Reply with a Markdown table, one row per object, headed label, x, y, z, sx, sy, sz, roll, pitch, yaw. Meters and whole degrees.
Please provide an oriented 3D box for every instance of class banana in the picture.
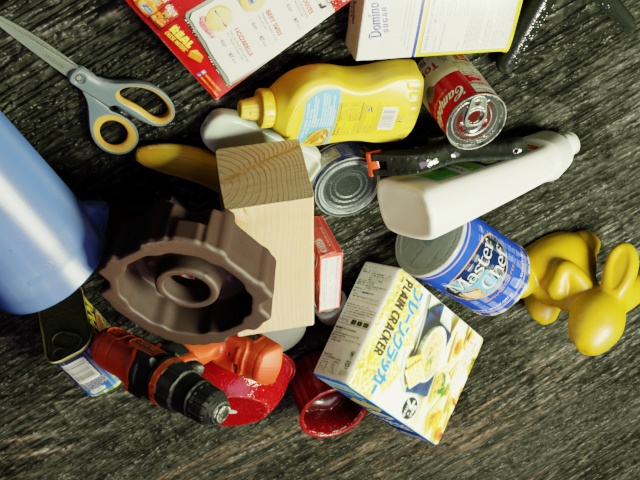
| label | x | y | z | sx | sy | sz | roll | pitch | yaw |
| --- | --- | --- | --- | --- | --- | --- | --- | --- | --- |
| banana | -0.112 | -0.058 | 1.157 | 0.070 | 0.037 | 0.197 | -39 | 132 | 12 |

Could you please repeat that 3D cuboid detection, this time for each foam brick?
| label | x | y | z | sx | sy | sz | roll | pitch | yaw |
| --- | --- | --- | --- | --- | --- | --- | --- | --- | --- |
| foam brick | -0.202 | -0.009 | 1.134 | 0.053 | 0.078 | 0.051 | -3 | 131 | -21 |

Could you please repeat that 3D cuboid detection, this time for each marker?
| label | x | y | z | sx | sy | sz | roll | pitch | yaw |
| --- | --- | --- | --- | --- | --- | --- | --- | --- | --- |
| marker | -0.153 | -0.029 | 1.169 | 0.020 | 0.020 | 0.121 | -32 | 139 | 6 |

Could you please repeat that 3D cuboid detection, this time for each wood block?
| label | x | y | z | sx | sy | sz | roll | pitch | yaw |
| --- | --- | --- | --- | --- | --- | --- | --- | --- | --- |
| wood block | -0.058 | 0.001 | 1.142 | 0.090 | 0.090 | 0.206 | -8 | 139 | -7 |

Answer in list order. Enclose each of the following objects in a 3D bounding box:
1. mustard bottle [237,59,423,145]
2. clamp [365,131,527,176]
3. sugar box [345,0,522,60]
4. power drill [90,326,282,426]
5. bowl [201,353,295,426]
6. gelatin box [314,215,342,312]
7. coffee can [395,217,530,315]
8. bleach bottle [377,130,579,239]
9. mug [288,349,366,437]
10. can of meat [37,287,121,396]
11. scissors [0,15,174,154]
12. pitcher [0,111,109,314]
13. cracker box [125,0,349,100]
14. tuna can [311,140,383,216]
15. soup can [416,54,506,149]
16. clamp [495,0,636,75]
| label | x | y | z | sx | sy | sz | roll | pitch | yaw |
| --- | --- | --- | --- | --- | --- | --- | --- | --- | --- |
| mustard bottle | 0.007 | -0.142 | 1.119 | 0.191 | 0.058 | 0.096 | -6 | 143 | -18 |
| clamp | 0.134 | -0.104 | 1.186 | 0.171 | 0.120 | 0.039 | -7 | 105 | 0 |
| sugar box | 0.118 | -0.238 | 1.095 | 0.176 | 0.048 | 0.093 | -4 | 130 | -15 |
| power drill | -0.126 | 0.136 | 1.152 | 0.187 | 0.185 | 0.057 | -3 | 114 | -55 |
| bowl | -0.110 | 0.187 | 1.319 | 0.162 | 0.055 | 0.162 | -3 | 148 | -2 |
| gelatin box | 0.000 | 0.027 | 1.252 | 0.030 | 0.073 | 0.089 | -11 | 132 | -14 |
| coffee can | 0.174 | 0.021 | 1.300 | 0.140 | 0.103 | 0.103 | 30 | 113 | -38 |
| bleach bottle | 0.194 | -0.075 | 1.226 | 0.250 | 0.103 | 0.068 | -23 | 112 | -28 |
| mug | 0.012 | 0.203 | 1.403 | 0.093 | 0.081 | 0.117 | -39 | 132 | 11 |
| can of meat | -0.267 | 0.114 | 1.197 | 0.057 | 0.102 | 0.084 | -27 | 136 | 2 |
| scissors | -0.239 | -0.143 | 1.045 | 0.201 | 0.016 | 0.096 | 18 | 120 | -34 |
| pitcher | -0.329 | -0.045 | 1.016 | 0.145 | 0.149 | 0.242 | -4 | 137 | 28 |
| cracker box | -0.066 | -0.257 | 0.983 | 0.214 | 0.072 | 0.164 | -36 | 133 | 8 |
| tuna can | 0.027 | -0.069 | 1.209 | 0.086 | 0.034 | 0.086 | -12 | 132 | -14 |
| soup can | 0.146 | -0.153 | 1.139 | 0.068 | 0.102 | 0.068 | -12 | 132 | -14 |
| clamp | 0.268 | -0.280 | 1.127 | 0.164 | 0.036 | 0.210 | -13 | 132 | -11 |
